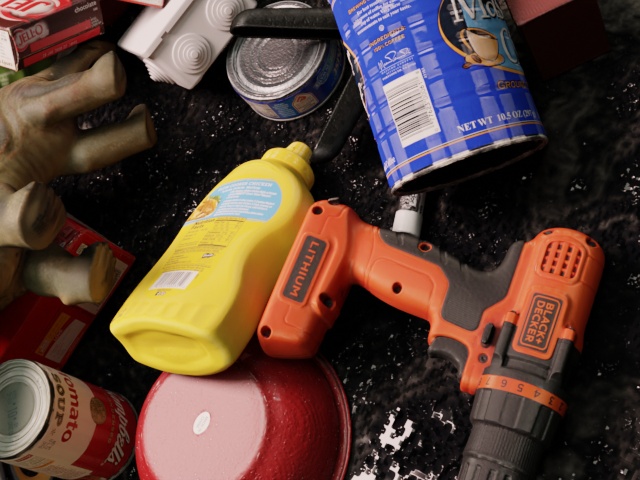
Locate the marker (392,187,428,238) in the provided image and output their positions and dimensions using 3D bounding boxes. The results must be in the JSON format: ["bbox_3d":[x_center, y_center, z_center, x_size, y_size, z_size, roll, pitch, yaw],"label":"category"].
[{"bbox_3d":[0.068,-0.059,0.728,0.020,0.020,0.121,3,72,27],"label":"marker"}]

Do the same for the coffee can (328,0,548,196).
[{"bbox_3d":[0.072,-0.111,0.673,0.103,0.102,0.140,-20,83,17],"label":"coffee can"}]

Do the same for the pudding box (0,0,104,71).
[{"bbox_3d":[-0.236,-0.170,0.813,0.114,0.039,0.089,18,36,32],"label":"pudding box"}]

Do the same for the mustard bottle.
[{"bbox_3d":[-0.054,0.001,0.715,0.096,0.058,0.191,-4,42,40],"label":"mustard bottle"}]

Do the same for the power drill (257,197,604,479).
[{"bbox_3d":[0.061,0.062,0.646,0.188,0.057,0.184,17,71,18],"label":"power drill"}]

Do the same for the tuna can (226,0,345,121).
[{"bbox_3d":[-0.027,-0.134,0.795,0.086,0.033,0.086,-10,66,22],"label":"tuna can"}]

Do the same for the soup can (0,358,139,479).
[{"bbox_3d":[-0.179,0.124,0.724,0.069,0.102,0.068,-10,66,22],"label":"soup can"}]

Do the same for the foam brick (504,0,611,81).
[{"bbox_3d":[0.150,-0.150,0.691,0.051,0.078,0.053,-23,62,14],"label":"foam brick"}]

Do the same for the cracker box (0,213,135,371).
[{"bbox_3d":[-0.272,0.026,0.827,0.214,0.072,0.164,30,84,32],"label":"cracker box"}]

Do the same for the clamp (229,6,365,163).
[{"bbox_3d":[0.025,-0.148,0.747,0.171,0.039,0.120,-40,93,-10],"label":"clamp"}]

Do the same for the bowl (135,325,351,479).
[{"bbox_3d":[-0.063,0.126,0.696,0.162,0.055,0.162,-10,65,22],"label":"bowl"}]
